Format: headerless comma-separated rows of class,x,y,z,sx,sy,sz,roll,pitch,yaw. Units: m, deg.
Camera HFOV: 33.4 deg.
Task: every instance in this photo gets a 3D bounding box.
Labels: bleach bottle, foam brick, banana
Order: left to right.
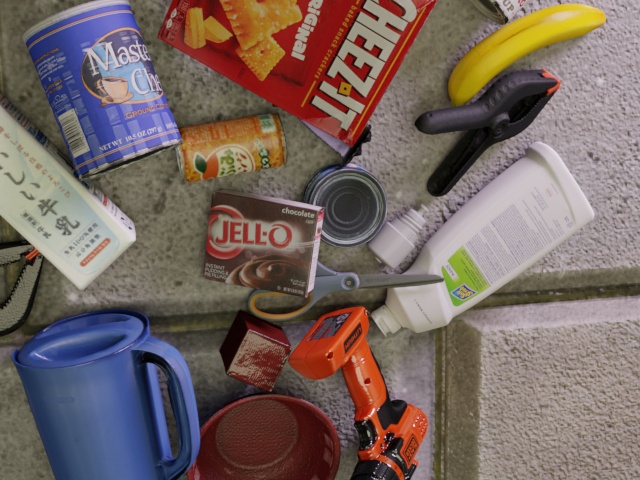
foam brick,-0.067,0.112,1.088,0.051,0.078,0.053,25,97,-14
bleach bottle,0.157,0.010,1.118,0.251,0.068,0.102,-36,106,1
banana,0.203,-0.196,1.087,0.198,0.069,0.037,-32,63,-1

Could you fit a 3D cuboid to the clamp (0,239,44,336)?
clamp,-0.347,0.080,1.047,0.210,0.036,0.164,-34,106,-2

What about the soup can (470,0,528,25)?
soup can,0.194,-0.272,1.056,0.068,0.068,0.102,43,93,-17

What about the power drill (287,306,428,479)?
power drill,0.036,0.177,1.081,0.057,0.184,0.187,-14,110,30

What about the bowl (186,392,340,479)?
bowl,-0.063,0.217,1.117,0.162,0.055,0.162,-5,115,-10

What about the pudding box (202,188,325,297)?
pudding box,-0.057,0.001,1.066,0.113,0.039,0.090,10,102,9

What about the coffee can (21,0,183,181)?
coffee can,-0.198,-0.137,0.977,0.102,0.103,0.140,-21,94,-6

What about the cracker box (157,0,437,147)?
cracker box,-0.021,-0.209,0.976,0.213,0.072,0.164,30,116,-1

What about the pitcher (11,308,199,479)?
pitcher,-0.201,0.199,1.053,0.144,0.149,0.243,-18,110,-21

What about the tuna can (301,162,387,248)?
tuna can,0.025,-0.036,1.095,0.086,0.034,0.086,-2,103,-11

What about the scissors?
scissors,0.017,0.026,1.094,0.202,0.016,0.096,-17,98,8

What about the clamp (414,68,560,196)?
clamp,0.169,-0.115,1.092,0.171,0.039,0.120,-26,149,-15
